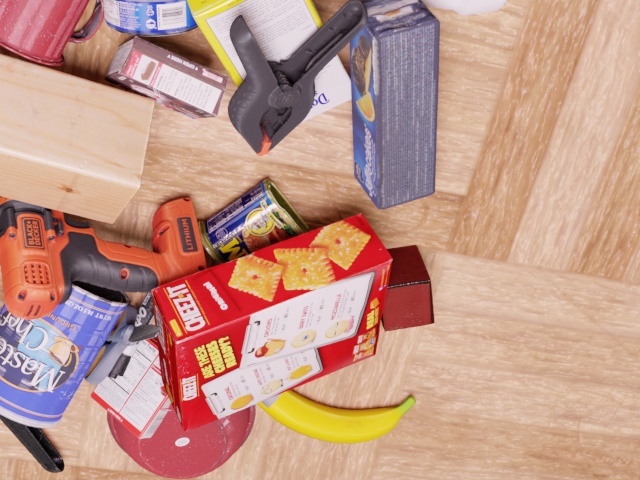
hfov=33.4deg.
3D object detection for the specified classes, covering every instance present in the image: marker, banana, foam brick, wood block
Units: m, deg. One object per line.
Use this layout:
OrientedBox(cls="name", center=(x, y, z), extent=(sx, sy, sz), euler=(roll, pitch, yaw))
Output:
OrientedBox(cls="marker", center=(-0.181, 0.084, 1.071), extent=(0.020, 0.020, 0.121), euler=(28, 91, -20))
OrientedBox(cls="banana", center=(0.003, 0.184, 1.165), extent=(0.197, 0.037, 0.069), euler=(12, 94, -15))
OrientedBox(cls="foam brick", center=(0.081, 0.047, 1.074), extent=(0.051, 0.078, 0.053), euler=(-9, 117, -2))
OrientedBox(cls="wood block", center=(-0.257, -0.092, 0.899), extent=(0.205, 0.090, 0.091), euler=(15, 154, -21))

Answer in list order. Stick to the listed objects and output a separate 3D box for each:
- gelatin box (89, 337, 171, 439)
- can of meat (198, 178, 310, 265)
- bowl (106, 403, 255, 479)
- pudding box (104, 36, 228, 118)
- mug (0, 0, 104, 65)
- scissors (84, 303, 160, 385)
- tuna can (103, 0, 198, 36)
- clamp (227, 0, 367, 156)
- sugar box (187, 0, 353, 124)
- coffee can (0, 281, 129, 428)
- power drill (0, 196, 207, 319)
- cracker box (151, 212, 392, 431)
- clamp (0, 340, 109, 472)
OrientedBox(cls="gelatin box", center=(-0.181, 0.145, 1.089), extent=(0.073, 0.030, 0.089), euler=(35, 93, 19))
OrientedBox(cls="can of meat", center=(-0.057, 0.001, 1.045), extent=(0.084, 0.057, 0.102), euler=(-34, 118, 8))
OrientedBox(cls="bowl", center=(-0.148, 0.201, 1.141), extent=(0.162, 0.055, 0.162), euler=(-3, 118, -6))
OrientedBox(cls="pudding box", center=(-0.135, -0.139, 0.927), extent=(0.090, 0.114, 0.039), euler=(22, 87, -18))
OrientedBox(cls="mug", center=(-0.231, -0.203, 0.901), extent=(0.117, 0.093, 0.081), euler=(14, 114, -49))
OrientedBox(cls="scissors", center=(-0.189, 0.105, 1.002), extent=(0.016, 0.202, 0.096), euler=(29, 88, -18))
OrientedBox(cls="tuna can", center=(-0.142, -0.202, 0.907), extent=(0.086, 0.086, 0.034), euler=(-2, 119, -6))
OrientedBox(cls="clamp", center=(-0.025, -0.137, 0.896), extent=(0.120, 0.039, 0.172), euler=(-13, 154, -17))
OrientedBox(cls="sugar box", center=(-0.039, -0.169, 0.921), extent=(0.093, 0.048, 0.176), euler=(-24, 148, 5))
OrientedBox(cls="coffee can", center=(-0.262, 0.093, 1.022), extent=(0.102, 0.103, 0.140), euler=(29, 95, -21))
OrientedBox(cls="power drill", center=(-0.206, -0.008, 0.980), extent=(0.187, 0.184, 0.057), euler=(4, 143, -29))
OrientedBox(cls="cracker box", center=(-0.046, 0.077, 1.009), extent=(0.213, 0.072, 0.164), euler=(-20, 146, -18))
OrientedBox(cls="clamp", center=(-0.331, 0.154, 1.100), extent=(0.209, 0.036, 0.165), euler=(15, 108, -15))
